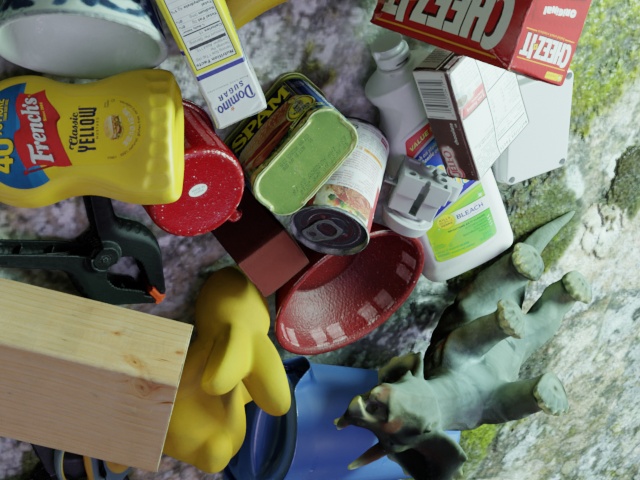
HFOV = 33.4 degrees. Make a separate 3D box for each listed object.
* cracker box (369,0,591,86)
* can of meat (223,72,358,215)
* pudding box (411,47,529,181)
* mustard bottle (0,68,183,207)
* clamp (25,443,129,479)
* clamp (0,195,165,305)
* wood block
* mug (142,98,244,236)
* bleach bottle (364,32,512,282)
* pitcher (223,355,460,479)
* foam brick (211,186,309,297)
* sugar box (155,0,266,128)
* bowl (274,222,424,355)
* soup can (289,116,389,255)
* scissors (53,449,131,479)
[{"bbox_3d":[0.136,-0.241,0.791,0.071,0.164,0.214,7,107,-39],"label":"cracker box"},{"bbox_3d":[-0.026,-0.079,0.883,0.102,0.084,0.057,-48,123,7],"label":"can of meat"},{"bbox_3d":[0.131,-0.121,0.909,0.090,0.039,0.113,-47,132,-31],"label":"pudding box"},{"bbox_3d":[-0.197,-0.072,0.774,0.191,0.096,0.058,-2,170,2],"label":"mustard bottle"},{"bbox_3d":[-0.260,0.230,0.993,0.164,0.036,0.209,-51,135,1],"label":"clamp"},{"bbox_3d":[-0.181,-0.003,0.879,0.120,0.039,0.171,-46,139,12],"label":"clamp"},{"bbox_3d":[-0.214,0.098,0.835,0.206,0.090,0.091,14,116,-5],"label":"wood block"},{"bbox_3d":[-0.106,-0.050,0.861,0.093,0.082,0.117,-45,133,4],"label":"mug"},{"bbox_3d":[0.096,-0.078,0.979,0.102,0.068,0.250,-26,128,5],"label":"bleach bottle"},{"bbox_3d":[0.020,0.197,1.088,0.242,0.149,0.145,8,74,-39],"label":"pitcher"},{"bbox_3d":[-0.056,0.001,0.931,0.051,0.078,0.053,-39,133,-4],"label":"foam brick"},{"bbox_3d":[-0.093,-0.176,0.751,0.048,0.093,0.176,-25,123,3],"label":"sugar box"},{"bbox_3d":[0.016,0.034,1.001,0.162,0.055,0.162,-24,144,-19],"label":"bowl"},{"bbox_3d":[0.018,-0.047,0.915,0.068,0.102,0.068,11,146,7],"label":"soup can"},{"bbox_3d":[-0.197,0.246,1.016,0.096,0.016,0.202,-33,131,-27],"label":"scissors"}]
